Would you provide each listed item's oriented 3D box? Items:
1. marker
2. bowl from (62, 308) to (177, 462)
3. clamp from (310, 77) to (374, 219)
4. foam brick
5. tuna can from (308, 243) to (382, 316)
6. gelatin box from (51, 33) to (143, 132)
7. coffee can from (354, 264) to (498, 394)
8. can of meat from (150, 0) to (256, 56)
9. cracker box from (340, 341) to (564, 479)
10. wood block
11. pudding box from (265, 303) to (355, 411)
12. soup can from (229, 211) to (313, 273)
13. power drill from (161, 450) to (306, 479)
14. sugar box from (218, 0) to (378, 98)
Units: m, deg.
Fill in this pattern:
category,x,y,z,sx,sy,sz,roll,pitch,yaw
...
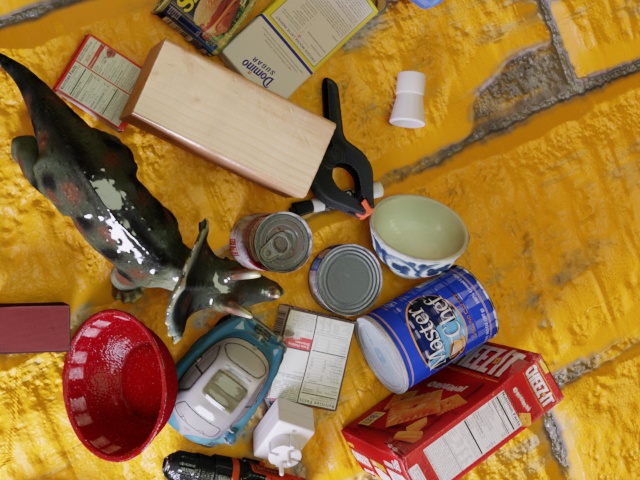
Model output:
category,x,y,z,sx,sy,sz,roll,pitch,yaw
marker,0.019,-0.049,1.281,0.121,0.020,0.020,-15,96,-20
bowl,-0.205,0.154,1.147,0.055,0.162,0.162,3,89,-52
clamp,0.014,-0.107,1.261,0.120,0.039,0.171,-43,96,-11
foam brick,-0.309,0.093,1.140,0.078,0.053,0.051,0,91,-21
tuna can,0.029,0.047,1.278,0.086,0.034,0.086,0,91,-21
gelatin box,-0.239,-0.173,1.176,0.089,0.030,0.073,32,81,-19
coffee can,0.127,0.106,1.280,0.140,0.103,0.103,-28,100,-19
can of meat,-0.127,-0.270,1.203,0.084,0.058,0.102,38,78,-20
cracker box,0.151,0.204,1.258,0.213,0.164,0.072,-33,104,-17
wood block,-0.101,-0.128,1.159,0.206,0.091,0.090,25,85,-18
pudding box,-0.015,0.139,1.261,0.090,0.039,0.113,15,87,-20
soup can,-0.058,0.001,1.208,0.068,0.102,0.068,0,91,-21
power drill,-0.075,0.296,1.163,0.184,0.188,0.057,17,102,-21
sugar box,-0.026,-0.242,1.240,0.176,0.048,0.093,-43,105,-6
